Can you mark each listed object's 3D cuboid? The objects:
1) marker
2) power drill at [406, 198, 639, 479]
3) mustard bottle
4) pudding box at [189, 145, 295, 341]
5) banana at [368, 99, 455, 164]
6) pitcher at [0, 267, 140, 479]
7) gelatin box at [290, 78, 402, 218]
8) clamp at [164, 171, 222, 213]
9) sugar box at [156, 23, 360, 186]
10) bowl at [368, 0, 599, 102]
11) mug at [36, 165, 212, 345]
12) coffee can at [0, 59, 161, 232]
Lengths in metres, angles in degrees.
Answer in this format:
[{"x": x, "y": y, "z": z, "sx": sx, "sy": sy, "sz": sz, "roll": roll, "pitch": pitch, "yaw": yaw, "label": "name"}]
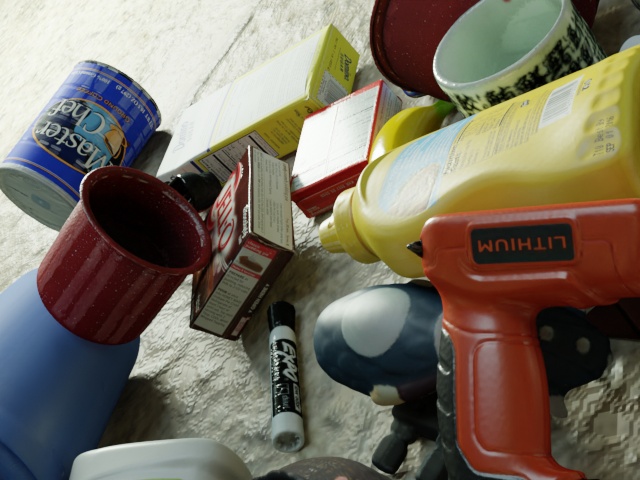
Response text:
[{"x": -0.022, "y": 0.079, "z": 0.651, "sx": 0.020, "sy": 0.020, "sz": 0.121, "roll": -34, "pitch": 31, "yaw": 19, "label": "marker"}, {"x": 0.096, "y": 0.081, "z": 0.394, "sx": 0.185, "sy": 0.057, "sz": 0.187, "roll": -2, "pitch": 78, "yaw": 39, "label": "power drill"}, {"x": 0.075, "y": -0.027, "z": 0.513, "sx": 0.192, "sy": 0.058, "sz": 0.096, "roll": -19, "pitch": 29, "yaw": 38, "label": "mustard bottle"}, {"x": -0.055, "y": 0.001, "z": 0.740, "sx": 0.090, "sy": 0.039, "sz": 0.113, "roll": -57, "pitch": 24, "yaw": 29, "label": "pudding box"}, {"x": 0.062, "y": -0.034, "z": 0.667, "sx": 0.070, "sy": 0.037, "sz": 0.197, "roll": -31, "pitch": 33, "yaw": 24, "label": "banana"}, {"x": -0.196, "y": 0.117, "z": 0.684, "sx": 0.149, "sy": 0.145, "sz": 0.242, "roll": -50, "pitch": 8, "yaw": 20, "label": "pitcher"}, {"x": 0.019, "y": -0.065, "z": 0.767, "sx": 0.073, "sy": 0.030, "sz": 0.089, "roll": -23, "pitch": 39, "yaw": 33, "label": "gelatin box"}, {"x": -0.128, "y": -0.020, "z": 0.806, "sx": 0.120, "sy": 0.039, "sz": 0.171, "roll": -20, "pitch": 1, "yaw": 6, "label": "clamp"}, {"x": -0.052, "y": -0.102, "z": 0.886, "sx": 0.177, "sy": 0.048, "sz": 0.093, "roll": -25, "pitch": 35, "yaw": 37, "label": "sugar box"}, {"x": 0.112, "y": -0.135, "z": 0.643, "sx": 0.162, "sy": 0.162, "sz": 0.055, "roll": -38, "pitch": 56, "yaw": 12, "label": "bowl"}, {"x": -0.122, "y": 0.012, "z": 0.695, "sx": 0.093, "sy": 0.117, "sz": 0.082, "roll": 53, "pitch": 121, "yaw": 22, "label": "mug"}, {"x": -0.234, "y": -0.089, "z": 1.036, "sx": 0.103, "sy": 0.102, "sz": 0.140, "roll": -3, "pitch": 50, "yaw": 50, "label": "coffee can"}]
